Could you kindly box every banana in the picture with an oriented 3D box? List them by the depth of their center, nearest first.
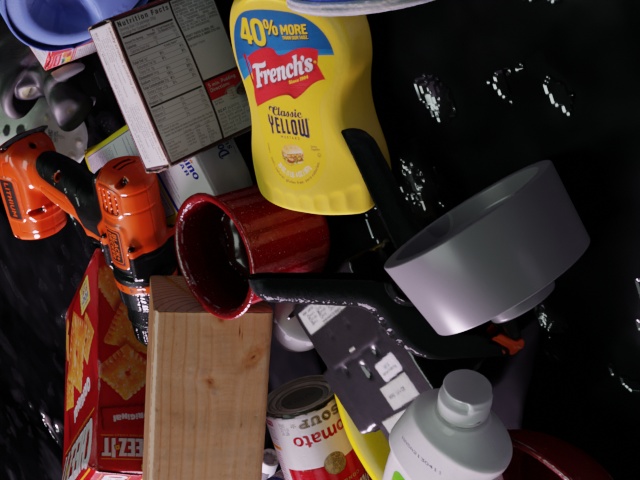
[{"bbox_3d":[0.068,0.167,0.803,0.198,0.037,0.070,44,111,19],"label":"banana"}]

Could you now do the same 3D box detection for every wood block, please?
[{"bbox_3d":[-0.094,0.140,0.848,0.091,0.090,0.206,-124,37,-71],"label":"wood block"}]

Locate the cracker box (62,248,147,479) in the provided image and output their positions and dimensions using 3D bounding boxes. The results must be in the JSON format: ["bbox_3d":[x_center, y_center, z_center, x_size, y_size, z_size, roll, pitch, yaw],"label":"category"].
[{"bbox_3d":[-0.200,0.139,1.010,0.164,0.072,0.213,129,142,-54],"label":"cracker box"}]

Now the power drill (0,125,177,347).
[{"bbox_3d":[-0.195,-0.009,0.917,0.188,0.057,0.184,24,132,34],"label":"power drill"}]

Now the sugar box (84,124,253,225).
[{"bbox_3d":[-0.129,-0.060,0.885,0.177,0.048,0.093,-17,101,53],"label":"sugar box"}]

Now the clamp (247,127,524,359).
[{"bbox_3d":[0.044,0.027,0.660,0.171,0.039,0.120,41,103,-3],"label":"clamp"}]

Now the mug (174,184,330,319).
[{"bbox_3d":[-0.055,0.001,0.788,0.117,0.081,0.093,5,108,48],"label":"mug"}]

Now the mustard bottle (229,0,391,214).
[{"bbox_3d":[-0.011,-0.114,0.678,0.096,0.058,0.191,12,123,38],"label":"mustard bottle"}]

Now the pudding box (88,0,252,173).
[{"bbox_3d":[-0.103,-0.117,0.769,0.039,0.089,0.113,-5,110,53],"label":"pudding box"}]

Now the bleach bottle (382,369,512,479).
[{"bbox_3d":[0.081,0.187,0.674,0.103,0.067,0.251,34,135,34],"label":"bleach bottle"}]

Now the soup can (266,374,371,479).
[{"bbox_3d":[-0.001,0.168,0.861,0.069,0.068,0.102,4,117,51],"label":"soup can"}]
